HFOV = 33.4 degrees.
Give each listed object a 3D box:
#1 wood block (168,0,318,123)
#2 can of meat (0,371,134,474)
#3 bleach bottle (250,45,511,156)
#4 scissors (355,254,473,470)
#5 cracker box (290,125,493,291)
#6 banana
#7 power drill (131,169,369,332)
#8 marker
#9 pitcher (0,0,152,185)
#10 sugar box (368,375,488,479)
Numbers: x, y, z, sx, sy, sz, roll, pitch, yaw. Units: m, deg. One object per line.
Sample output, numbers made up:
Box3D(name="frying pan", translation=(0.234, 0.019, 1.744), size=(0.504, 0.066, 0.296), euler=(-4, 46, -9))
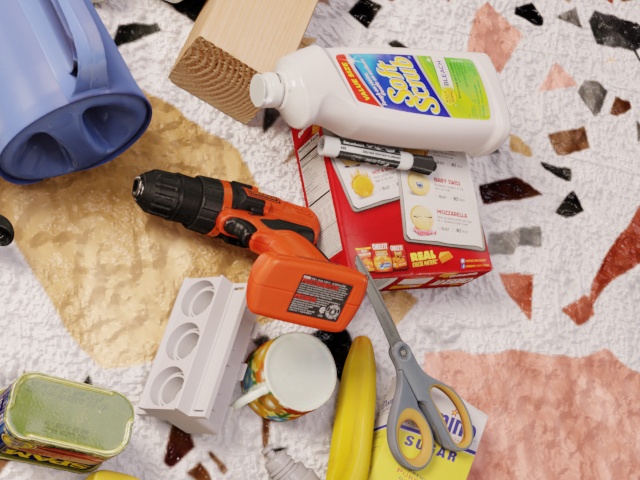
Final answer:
Box3D(name="wood block", translation=(-0.059, -0.231, 1.037), size=(0.090, 0.090, 0.206), euler=(29, 61, -16))
Box3D(name="can of meat", translation=(-0.203, 0.142, 0.829), size=(0.102, 0.084, 0.057), euler=(17, 65, -22))
Box3D(name="bleach bottle", translation=(0.054, -0.128, 0.981), size=(0.250, 0.068, 0.102), euler=(-4, 72, -31))
Box3D(name="scissors", translation=(0.064, 0.119, 0.951), size=(0.096, 0.016, 0.201), euler=(-43, 101, -29))
Box3D(name="cracker box", translation=(0.065, -0.058, 1.049), size=(0.163, 0.072, 0.214), euler=(-3, 73, -29))
Box3D(name="banana", translation=(0.029, 0.171, 0.941), size=(0.037, 0.070, 0.197), euler=(11, 37, 0))
Box3D(name="power drill", translation=(-0.056, 0.001, 0.908), size=(0.184, 0.188, 0.057), euler=(13, 110, -31))
Box3D(name="marker", translation=(0.055, -0.079, 0.996), size=(0.121, 0.020, 0.020), euler=(8, 68, -24))
Box3D(name="pitcher", translation=(-0.243, -0.182, 0.881), size=(0.243, 0.149, 0.144), euler=(62, 14, 14))
Box3D(name="sugar box", translation=(0.083, 0.215, 0.973), size=(0.093, 0.048, 0.176), euler=(33, 61, -13))
